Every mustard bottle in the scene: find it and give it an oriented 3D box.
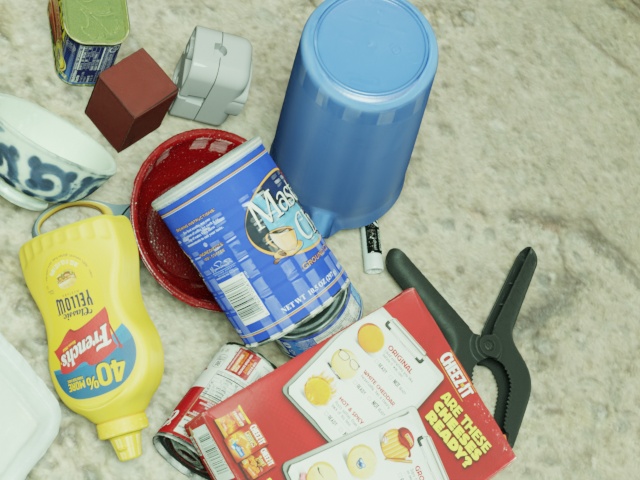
[{"bbox_3d":[-0.176,0.082,0.857,0.096,0.058,0.191,-18,83,18],"label":"mustard bottle"}]

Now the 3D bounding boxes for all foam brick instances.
[{"bbox_3d":[-0.169,-0.124,0.950,0.052,0.078,0.051,-38,88,-29],"label":"foam brick"}]

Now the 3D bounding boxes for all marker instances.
[{"bbox_3d":[0.046,-0.027,1.031,0.020,0.020,0.121,3,68,-21],"label":"marker"}]

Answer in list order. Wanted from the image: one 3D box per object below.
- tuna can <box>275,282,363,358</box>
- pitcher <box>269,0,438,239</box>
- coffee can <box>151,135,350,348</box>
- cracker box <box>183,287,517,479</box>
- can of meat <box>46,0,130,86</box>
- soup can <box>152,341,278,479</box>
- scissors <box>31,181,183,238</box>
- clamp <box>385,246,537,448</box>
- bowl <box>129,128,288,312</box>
[{"bbox_3d":[-0.008,0.060,0.935,0.033,0.086,0.086,56,50,-41],"label":"tuna can"},{"bbox_3d":[0.029,-0.119,0.924,0.145,0.243,0.149,-26,75,-14],"label":"pitcher"},{"bbox_3d":[-0.056,0.001,0.863,0.102,0.103,0.140,-37,99,-30],"label":"coffee can"},{"bbox_3d":[0.024,0.160,0.840,0.213,0.072,0.164,-28,85,-29],"label":"cracker box"},{"bbox_3d":[-0.211,-0.201,0.960,0.057,0.084,0.102,-3,71,-23],"label":"can of meat"},{"bbox_3d":[-0.082,0.143,0.883,0.068,0.069,0.102,38,60,-4],"label":"soup can"},{"bbox_3d":[-0.152,-0.010,0.947,0.201,0.016,0.096,-12,76,-26],"label":"scissors"},{"bbox_3d":[0.159,0.097,1.015,0.164,0.036,0.210,-8,75,-24],"label":"clamp"},{"bbox_3d":[-0.101,-0.014,0.935,0.161,0.055,0.162,8,75,-31],"label":"bowl"}]
